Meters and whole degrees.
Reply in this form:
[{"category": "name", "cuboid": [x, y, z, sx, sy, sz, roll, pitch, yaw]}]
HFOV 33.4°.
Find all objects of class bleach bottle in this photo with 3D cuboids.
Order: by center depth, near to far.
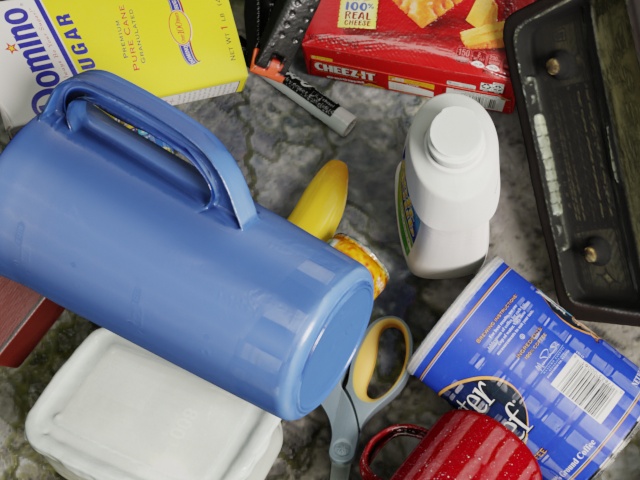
[{"category": "bleach bottle", "cuboid": [0.081, -0.041, 0.686, 0.068, 0.251, 0.102, -5, 78, 4]}]

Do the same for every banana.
[{"category": "banana", "cuboid": [-0.048, 0.018, 0.796, 0.198, 0.037, 0.070, -35, 78, -2]}]

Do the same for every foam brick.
[{"category": "foam brick", "cuboid": [-0.230, 0.049, 0.799, 0.051, 0.053, 0.078, 36, 83, 11]}]

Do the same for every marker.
[{"category": "marker", "cuboid": [-0.025, -0.122, 0.830, 0.121, 0.020, 0.020, 37, 84, 11]}]

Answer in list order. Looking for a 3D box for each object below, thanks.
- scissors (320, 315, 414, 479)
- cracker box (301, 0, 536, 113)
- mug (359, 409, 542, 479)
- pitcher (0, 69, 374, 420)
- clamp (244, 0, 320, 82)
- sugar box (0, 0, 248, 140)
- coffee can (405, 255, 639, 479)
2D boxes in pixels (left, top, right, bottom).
[{"category": "scissors", "cuboid": [0.001, 0.136, 0.757, 0.096, 0.016, 0.201, 21, 67, 17]}, {"category": "cracker box", "cuboid": [0.089, -0.219, 0.812, 0.164, 0.072, 0.213, 12, 80, 7]}, {"category": "mug", "cuboid": [0.081, 0.161, 0.701, 0.117, 0.093, 0.081, 25, 54, 29]}, {"category": "pitcher", "cuboid": [-0.090, 0.006, 0.685, 0.243, 0.149, 0.145, 27, 82, 19]}, {"category": "clamp", "cuboid": [-0.014, -0.222, 0.782, 0.036, 0.165, 0.210, 16, 73, -28]}, {"category": "sugar box", "cuboid": [-0.149, -0.138, 0.771, 0.176, 0.048, 0.093, -15, 85, -14]}, {"category": "coffee can", "cuboid": [0.144, 0.093, 0.729, 0.140, 0.103, 0.103, 39, 84, 11]}]
